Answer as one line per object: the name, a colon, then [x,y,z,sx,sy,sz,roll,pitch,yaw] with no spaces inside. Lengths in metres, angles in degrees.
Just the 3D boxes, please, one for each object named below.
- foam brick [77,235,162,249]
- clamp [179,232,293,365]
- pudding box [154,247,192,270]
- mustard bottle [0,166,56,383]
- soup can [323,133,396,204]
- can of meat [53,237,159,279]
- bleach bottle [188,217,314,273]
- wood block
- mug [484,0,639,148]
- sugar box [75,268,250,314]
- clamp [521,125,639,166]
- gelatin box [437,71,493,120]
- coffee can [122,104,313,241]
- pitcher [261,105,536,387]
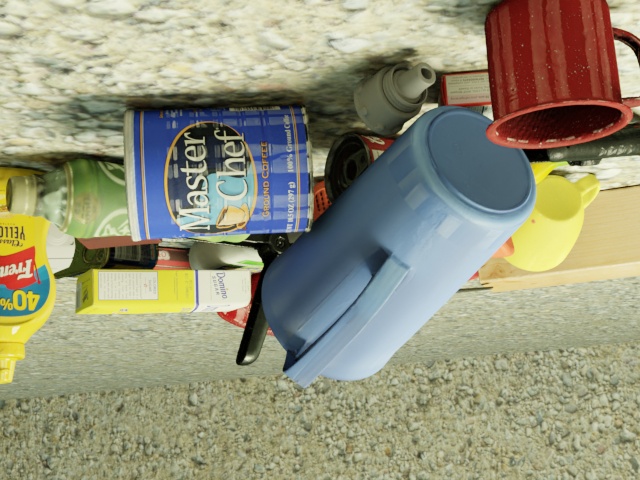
foam brick: [-0.201,-0.024,1.060,0.078,0.051,0.053,-4,167,1]
clamp: [-0.057,0.001,1.077,0.209,0.164,0.036,-42,-170,-30]
pudding box: [-0.215,0.037,1.373,0.089,0.039,0.114,7,162,-41]
mustard bottle: [-0.287,0.032,0.957,0.096,0.191,0.058,3,166,-30]
soup can: [0.064,-0.057,0.954,0.102,0.068,0.069,4,166,-33]
can of meat: [-0.246,0.013,1.209,0.102,0.057,0.083,-13,166,35]
bleach bottle: [-0.086,0.009,1.232,0.102,0.068,0.251,1,169,-22]
wood block: [0.290,0.001,1.240,0.206,0.091,0.090,-8,167,19]
mug: [0.162,-0.113,0.695,0.117,0.081,0.093,-2,168,-7]
sugar box: [-0.173,0.057,1.172,0.176,0.048,0.093,3,170,-23]
clamp: [0.219,-0.083,0.937,0.171,0.039,0.120,-4,-171,-36]
gelatin box: [0.137,-0.108,0.834,0.089,0.030,0.073,-5,166,3]
coffee can: [-0.081,-0.054,0.840,0.140,0.103,0.103,-3,168,-7]
pitcher: [0.056,0.011,0.844,0.144,0.149,0.243,1,149,-31]
